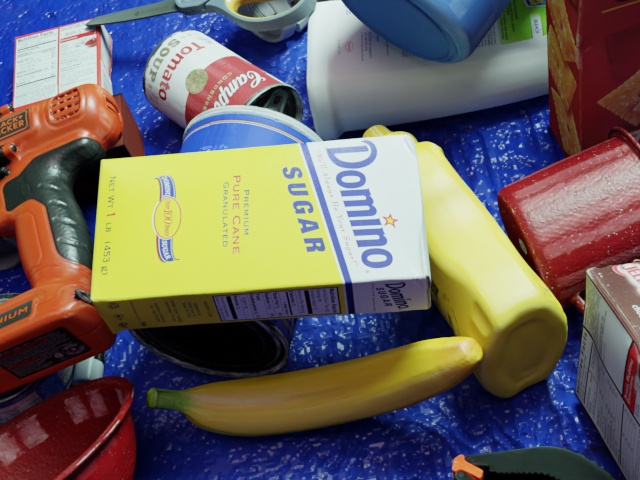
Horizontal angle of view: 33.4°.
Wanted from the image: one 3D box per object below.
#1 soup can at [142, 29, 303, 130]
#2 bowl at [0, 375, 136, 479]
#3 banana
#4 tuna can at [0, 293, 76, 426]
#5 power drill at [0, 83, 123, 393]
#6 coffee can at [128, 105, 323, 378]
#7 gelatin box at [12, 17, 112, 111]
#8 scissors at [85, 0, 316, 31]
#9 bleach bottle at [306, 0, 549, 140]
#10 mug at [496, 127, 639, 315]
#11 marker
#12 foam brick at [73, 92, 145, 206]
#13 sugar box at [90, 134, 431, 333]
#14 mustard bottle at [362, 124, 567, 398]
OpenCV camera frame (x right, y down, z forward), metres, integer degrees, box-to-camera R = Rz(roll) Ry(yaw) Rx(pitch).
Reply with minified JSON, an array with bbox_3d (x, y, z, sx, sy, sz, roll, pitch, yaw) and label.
[{"bbox_3d":[-0.071,-0.102,0.768,0.102,0.068,0.068,35,70,31],"label":"soup can"},{"bbox_3d":[-0.161,0.145,0.599,0.162,0.055,0.162,-28,14,8],"label":"bowl"},{"bbox_3d":[0.002,0.088,0.613,0.198,0.069,0.037,-13,77,18],"label":"banana"},{"bbox_3d":[-0.204,0.078,0.697,0.086,0.033,0.086,-7,55,9],"label":"tuna can"},{"bbox_3d":[-0.205,0.000,0.679,0.184,0.057,0.188,-23,57,12],"label":"power drill"},{"bbox_3d":[-0.054,0.001,0.671,0.103,0.103,0.140,4,57,16],"label":"coffee can"},{"bbox_3d":[-0.203,-0.130,0.842,0.073,0.030,0.089,-14,54,6],"label":"gelatin box"},{"bbox_3d":[-0.085,-0.195,0.804,0.202,0.016,0.096,11,68,32],"label":"scissors"},{"bbox_3d":[0.119,-0.132,0.747,0.251,0.068,0.102,-4,55,8],"label":"bleach bottle"},{"bbox_3d":[0.162,0.001,0.631,0.081,0.093,0.117,-24,63,2],"label":"mug"},{"bbox_3d":[-0.149,0.043,0.716,0.020,0.020,0.121,-6,55,9],"label":"marker"},{"bbox_3d":[-0.170,-0.062,0.774,0.078,0.053,0.051,-16,54,3],"label":"foam brick"},{"bbox_3d":[-0.032,-0.005,0.580,0.176,0.048,0.093,-6,60,5],"label":"sugar box"},{"bbox_3d":[0.075,-0.003,0.646,0.058,0.096,0.192,-27,54,-4],"label":"mustard bottle"}]
